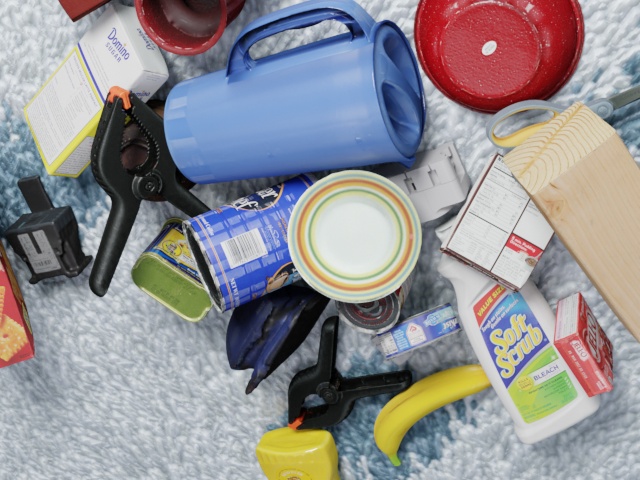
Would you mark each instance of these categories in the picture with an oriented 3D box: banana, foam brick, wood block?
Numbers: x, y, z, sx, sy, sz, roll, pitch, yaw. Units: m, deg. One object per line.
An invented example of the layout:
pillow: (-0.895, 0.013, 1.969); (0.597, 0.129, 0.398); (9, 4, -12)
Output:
banana: (0.119, 0.190, 1.217); (0.069, 0.037, 0.198); (22, 130, -29)
foam brick: (-0.225, -0.259, 1.058); (0.053, 0.078, 0.051); (-25, 107, 25)
wood block: (0.269, -0.014, 0.989); (0.091, 0.090, 0.206); (-37, 116, 9)

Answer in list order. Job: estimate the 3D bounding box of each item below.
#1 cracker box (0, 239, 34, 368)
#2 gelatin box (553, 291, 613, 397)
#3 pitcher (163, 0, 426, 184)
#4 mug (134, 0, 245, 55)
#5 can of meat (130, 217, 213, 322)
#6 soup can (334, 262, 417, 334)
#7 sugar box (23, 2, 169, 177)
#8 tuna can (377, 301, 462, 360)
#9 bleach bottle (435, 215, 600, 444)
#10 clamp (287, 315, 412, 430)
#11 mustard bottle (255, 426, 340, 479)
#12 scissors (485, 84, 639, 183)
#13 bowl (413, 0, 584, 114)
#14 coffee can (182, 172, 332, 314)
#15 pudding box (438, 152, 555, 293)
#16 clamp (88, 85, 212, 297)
cracker box: (-0.391, 0.018, 1.210); (0.072, 0.164, 0.214); (-17, 116, -15)
gelatin box: (0.270, 0.106, 1.089); (0.030, 0.089, 0.073); (-28, 106, 25)
pitcher: (-0.031, -0.133, 1.037); (0.243, 0.144, 0.149); (-8, 83, 25)
mug: (-0.126, -0.246, 1.031); (0.093, 0.081, 0.117); (-14, 112, 24)
can of meat: (-0.151, 0.033, 1.187); (0.102, 0.083, 0.058); (34, 122, -2)
soup can: (0.060, 0.043, 1.114); (0.068, 0.102, 0.068); (8, 119, 13)
sugar box: (-0.236, -0.154, 1.116); (0.176, 0.048, 0.093); (-38, 66, 29)
tuna can: (0.103, 0.095, 1.120); (0.086, 0.086, 0.034); (-25, 84, 27)
bleach bottle: (0.191, 0.087, 1.118); (0.103, 0.068, 0.251); (-31, 103, 16)
clamp: (0.024, 0.171, 1.233); (0.120, 0.039, 0.172); (34, 128, 3)
mustard bottle: (-0.010, 0.321, 1.312); (0.096, 0.058, 0.191); (-6, 115, 22)
scissors: (0.257, -0.105, 1.002); (0.202, 0.016, 0.096); (-9, 121, 4)
bowl: (0.161, -0.184, 0.989); (0.162, 0.055, 0.162); (7, 119, 14)
coffee can: (-0.057, 0.001, 1.093); (0.140, 0.103, 0.103); (-23, 113, -13)
pudding box: (0.183, -0.017, 1.052); (0.090, 0.039, 0.113); (29, 86, 2)
clamp: (-0.188, -0.051, 1.080); (0.036, 0.164, 0.210); (28, 142, 49)
